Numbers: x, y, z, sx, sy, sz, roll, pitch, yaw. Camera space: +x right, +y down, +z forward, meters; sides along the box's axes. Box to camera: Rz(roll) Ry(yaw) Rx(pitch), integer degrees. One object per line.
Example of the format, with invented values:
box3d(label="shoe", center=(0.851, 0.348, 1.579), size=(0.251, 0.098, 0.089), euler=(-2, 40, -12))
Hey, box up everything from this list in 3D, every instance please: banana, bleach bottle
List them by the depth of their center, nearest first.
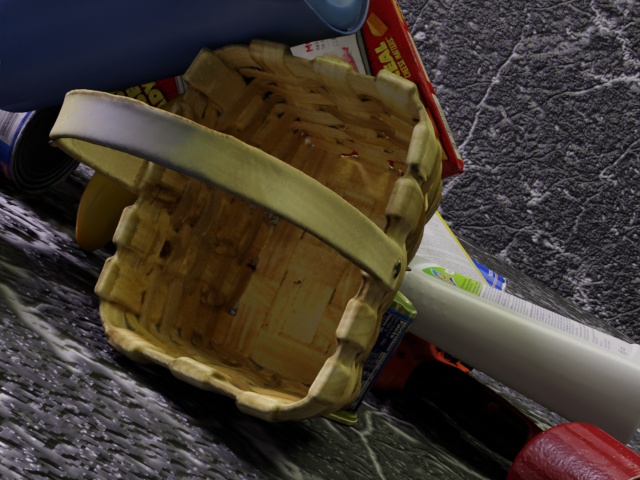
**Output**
box3d(label="banana", center=(-0.080, -0.056, 0.657), size=(0.069, 0.198, 0.037), euler=(57, 13, -33))
box3d(label="bleach bottle", center=(0.110, 0.058, 0.762), size=(0.251, 0.068, 0.102), euler=(26, 7, 8))

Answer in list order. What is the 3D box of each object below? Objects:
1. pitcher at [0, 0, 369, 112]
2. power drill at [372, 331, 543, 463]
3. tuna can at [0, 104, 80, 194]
box3d(label="pitcher", center=(-0.098, -0.157, 0.630), size=(0.243, 0.145, 0.149), euler=(-12, -23, 26))
box3d(label="power drill", center=(0.130, 0.126, 0.811), size=(0.188, 0.057, 0.184), euler=(32, 11, 26))
box3d(label="tuna can", center=(-0.194, -0.077, 0.742), size=(0.034, 0.086, 0.086), euler=(32, 8, 17))
